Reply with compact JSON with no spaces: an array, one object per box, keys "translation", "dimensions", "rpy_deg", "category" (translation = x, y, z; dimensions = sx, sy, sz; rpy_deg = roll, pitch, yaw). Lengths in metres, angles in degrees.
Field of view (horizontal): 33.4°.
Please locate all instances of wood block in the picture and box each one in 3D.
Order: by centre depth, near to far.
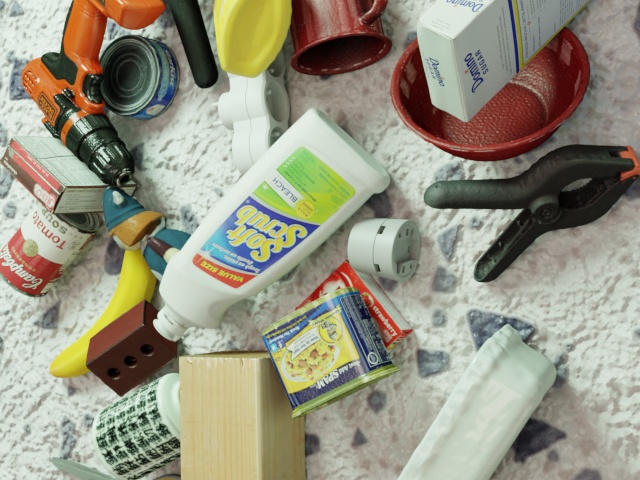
[{"translation":[-0.072,0.209,1.003],"dimensions":[0.091,0.090,0.206],"rpy_deg":[-1,88,27],"category":"wood block"}]

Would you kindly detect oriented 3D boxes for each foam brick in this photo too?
[{"translation":[-0.189,0.108,1.071],"dimensions":[0.078,0.051,0.053],"rpy_deg":[-36,117,13],"category":"foam brick"}]

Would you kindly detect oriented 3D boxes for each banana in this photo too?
[{"translation":[-0.220,0.079,1.117],"dimensions":[0.070,0.037,0.198],"rpy_deg":[43,108,38],"category":"banana"}]

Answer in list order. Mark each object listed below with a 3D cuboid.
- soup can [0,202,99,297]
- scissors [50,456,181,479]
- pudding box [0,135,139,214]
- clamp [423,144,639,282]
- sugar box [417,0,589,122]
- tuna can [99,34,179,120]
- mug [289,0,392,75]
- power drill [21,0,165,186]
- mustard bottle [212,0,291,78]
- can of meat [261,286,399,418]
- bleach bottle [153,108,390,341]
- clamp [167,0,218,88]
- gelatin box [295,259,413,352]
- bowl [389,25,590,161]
[{"translation":[-0.290,0.002,1.136],"dimensions":[0.102,0.068,0.068],"rpy_deg":[-47,69,19],"category":"soup can"},{"translation":[-0.203,0.279,1.114],"dimensions":[0.202,0.016,0.096],"rpy_deg":[-3,88,28],"category":"scissors"},{"translation":[-0.255,-0.067,1.091],"dimensions":[0.090,0.113,0.039],"rpy_deg":[42,115,23],"category":"pudding box"},{"translation":[0.181,-0.025,0.882],"dimensions":[0.171,0.120,0.039],"rpy_deg":[-16,49,12],"category":"clamp"},{"translation":[0.151,-0.185,0.838],"dimensions":[0.176,0.093,0.048],"rpy_deg":[-42,54,-17],"category":"sugar box"},{"translation":[-0.190,-0.169,1.102],"dimensions":[0.086,0.033,0.086],"rpy_deg":[0,89,28],"category":"tuna can"},{"translation":[0.018,-0.207,0.955],"dimensions":[0.117,0.093,0.081],"rpy_deg":[-26,71,53],"category":"mug"},{"translation":[-0.219,-0.170,1.051],"dimensions":[0.185,0.057,0.188],"rpy_deg":[47,125,26],"category":"power drill"},{"translation":[-0.069,-0.230,0.979],"dimensions":[0.191,0.058,0.096],"rpy_deg":[-105,30,-55],"category":"mustard bottle"},{"translation":[0.006,0.099,0.946],"dimensions":[0.102,0.057,0.084],"rpy_deg":[-30,78,24],"category":"can of meat"},{"translation":[-0.056,0.001,0.980],"dimensions":[0.102,0.068,0.251],"rpy_deg":[42,102,-6],"category":"bleach bottle"},{"translation":[-0.140,-0.253,1.013],"dimensions":[0.165,0.036,0.210],"rpy_deg":[51,153,16],"category":"clamp"},{"translation":[0.029,0.073,0.983],"dimensions":[0.073,0.030,0.089],"rpy_deg":[-45,70,21],"category":"gelatin box"},{"translation":[0.142,-0.119,0.887],"dimensions":[0.162,0.055,0.162],"rpy_deg":[-8,52,11],"category":"bowl"}]
